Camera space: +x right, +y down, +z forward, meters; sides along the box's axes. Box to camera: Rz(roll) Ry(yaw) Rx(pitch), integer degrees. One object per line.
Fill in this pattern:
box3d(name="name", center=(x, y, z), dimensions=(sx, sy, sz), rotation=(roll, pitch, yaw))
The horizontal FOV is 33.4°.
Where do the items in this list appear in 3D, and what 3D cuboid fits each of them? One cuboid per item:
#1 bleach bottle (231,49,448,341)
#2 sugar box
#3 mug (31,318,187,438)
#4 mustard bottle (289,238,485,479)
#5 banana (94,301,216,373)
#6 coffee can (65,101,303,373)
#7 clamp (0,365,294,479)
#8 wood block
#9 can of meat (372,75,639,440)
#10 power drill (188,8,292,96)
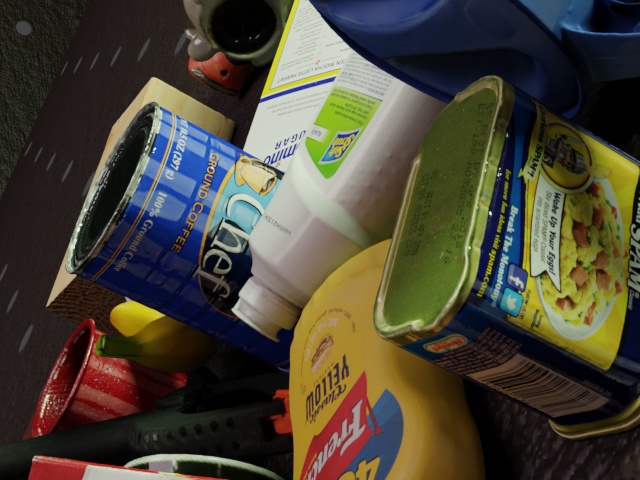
box3d(name="bleach bottle", center=(0.036, -0.064, 0.522), dimensions=(0.251, 0.068, 0.103), rotation=(-56, 23, 0))
box3d(name="sugar box", center=(0.013, -0.104, 0.666), dimensions=(0.094, 0.048, 0.176), rotation=(-7, 59, 43))
box3d(name="mug", center=(-0.153, 0.123, 0.760), dimensions=(0.117, 0.081, 0.093), rotation=(-56, 22, 18))
box3d(name="mustard bottle", center=(0.023, 0.092, 0.417), dimensions=(0.096, 0.058, 0.191), rotation=(-51, 24, 31))
box3d(name="banana", center=(-0.101, 0.057, 0.674), dimensions=(0.198, 0.069, 0.037), rotation=(173, 115, -81))
box3d(name="coffee can", center=(-0.054, 0.001, 0.590), dimensions=(0.103, 0.140, 0.103), rotation=(-49, 25, 32))
box3d(name="clamp", center=(-0.083, 0.103, 0.582), dimensions=(0.210, 0.164, 0.036), rotation=(-11, 97, 56))
box3d(name="wood block", center=(-0.150, -0.024, 0.918), dimensions=(0.091, 0.090, 0.206), rotation=(-40, 30, 46))
box3d(name="can of meat", center=(0.073, 0.005, 0.367), dimensions=(0.058, 0.083, 0.102), rotation=(-29, 39, 56))
box3d(name="power drill", center=(-0.044, -0.229, 0.957), dimensions=(0.188, 0.057, 0.184), rotation=(-38, 32, 48))
